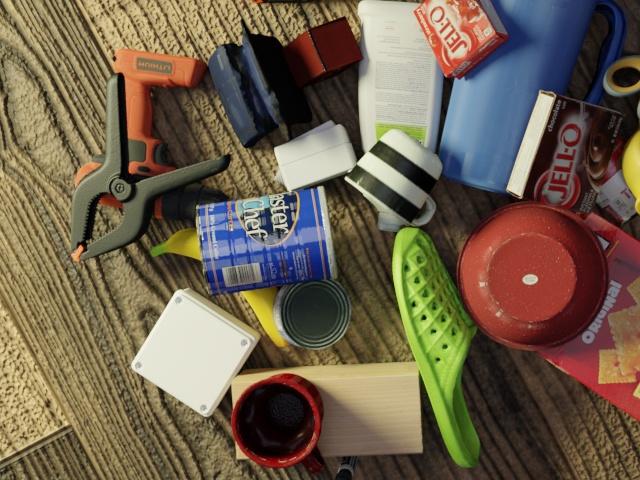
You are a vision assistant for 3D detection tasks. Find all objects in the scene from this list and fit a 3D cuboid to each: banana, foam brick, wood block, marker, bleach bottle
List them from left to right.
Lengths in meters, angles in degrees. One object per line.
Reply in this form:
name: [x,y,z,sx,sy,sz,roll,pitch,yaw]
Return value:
banana: [-0.101,0.042,1.238,0.198,0.037,0.070,36,114,5]
foam brick: [0.001,-0.207,1.184,0.052,0.078,0.051,-25,93,-23]
wood block: [0.012,0.191,1.204,0.206,0.090,0.091,-4,92,7]
marker: [0.030,0.253,1.188,0.020,0.121,0.020,0,93,6]
bleach bottle: [0.082,-0.136,1.194,0.102,0.068,0.251,6,96,6]

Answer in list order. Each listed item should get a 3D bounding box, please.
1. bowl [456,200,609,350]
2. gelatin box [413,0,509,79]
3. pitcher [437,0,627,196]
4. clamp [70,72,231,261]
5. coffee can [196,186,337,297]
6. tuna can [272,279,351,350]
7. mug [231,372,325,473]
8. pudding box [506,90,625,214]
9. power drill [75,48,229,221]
bowl: [0.222,0.038,1.122,0.162,0.055,0.162,0,90,12]
gelatin box: [0.144,-0.223,1.103,0.073,0.030,0.089,-38,63,36]
pitcher: [0.216,-0.172,1.148,0.149,0.144,0.243,21,100,39]
clamp: [-0.206,-0.058,1.188,0.164,0.036,0.210,30,102,8]
coffee can: [-0.058,0.001,1.163,0.140,0.103,0.103,-9,92,-1]
tuna can: [-0.010,0.081,1.213,0.086,0.034,0.086,0,89,-20]
mug: [-0.033,0.194,1.122,0.093,0.081,0.117,-40,87,6]
pudding box: [0.253,-0.090,1.103,0.089,0.039,0.113,11,101,-24]
power drill: [-0.181,-0.119,1.226,0.184,0.057,0.188,10,94,6]
